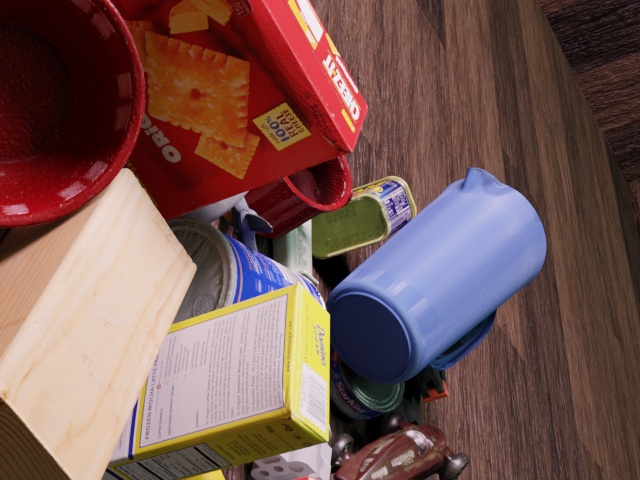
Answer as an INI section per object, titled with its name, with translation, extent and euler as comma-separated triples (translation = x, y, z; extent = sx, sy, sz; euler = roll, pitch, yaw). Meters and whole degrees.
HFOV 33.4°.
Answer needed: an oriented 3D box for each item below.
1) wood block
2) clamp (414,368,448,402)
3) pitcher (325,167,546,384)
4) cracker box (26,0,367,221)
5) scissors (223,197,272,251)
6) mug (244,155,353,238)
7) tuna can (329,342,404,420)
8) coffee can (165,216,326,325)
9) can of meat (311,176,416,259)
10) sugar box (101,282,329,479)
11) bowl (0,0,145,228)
[wood block]
translation = -0.157, 0.057, 0.625
extent = 0.090, 0.091, 0.206
euler = 58, 26, -25
[clamp]
translation = 0.101, 0.089, 1.170
extent = 0.120, 0.039, 0.171
euler = 36, 34, -52
[pitcher]
translation = 0.114, 0.049, 1.052
extent = 0.149, 0.145, 0.242
euler = 50, 45, 5
[cracker box]
translation = -0.101, -0.104, 0.715
extent = 0.164, 0.214, 0.072
euler = 58, 28, -26
[scissors]
translation = -0.056, 0.001, 0.868
extent = 0.202, 0.016, 0.096
euler = -132, -152, -66
[mug]
translation = -0.023, -0.050, 0.979
extent = 0.117, 0.082, 0.093
euler = 15, 56, -40
[tuna can]
translation = 0.040, 0.132, 1.043
extent = 0.086, 0.034, 0.086
euler = 25, 49, -33
[coffee can]
translation = -0.072, 0.052, 0.801
extent = 0.140, 0.103, 0.103
euler = 32, 45, -56
[can of meat]
translation = 0.038, -0.022, 1.103
extent = 0.083, 0.102, 0.057
euler = -32, 103, -64
[sugar box]
translation = -0.080, 0.096, 0.655
extent = 0.048, 0.176, 0.093
euler = 46, 34, -40
[bowl]
translation = -0.190, -0.090, 0.641
extent = 0.162, 0.162, 0.055
euler = 65, -14, -14
